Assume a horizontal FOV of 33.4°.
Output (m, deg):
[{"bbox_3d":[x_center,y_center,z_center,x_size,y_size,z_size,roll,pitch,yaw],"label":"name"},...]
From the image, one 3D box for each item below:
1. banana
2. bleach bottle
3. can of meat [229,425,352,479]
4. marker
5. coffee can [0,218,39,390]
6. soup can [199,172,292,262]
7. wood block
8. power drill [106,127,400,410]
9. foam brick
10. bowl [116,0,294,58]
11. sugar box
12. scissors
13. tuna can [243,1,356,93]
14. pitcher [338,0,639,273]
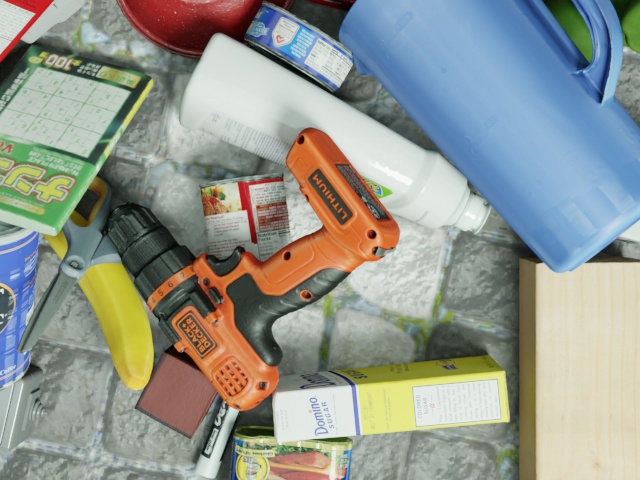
[{"bbox_3d":[-0.179,0.036,0.843,0.037,0.069,0.198,-47,70,26],"label":"banana"},{"bbox_3d":[0.015,-0.072,0.838,0.250,0.103,0.068,27,79,-5],"label":"bleach bottle"},{"bbox_3d":[-0.025,0.197,0.859,0.102,0.057,0.084,5,89,1],"label":"can of meat"},{"bbox_3d":[-0.073,0.136,0.876,0.020,0.020,0.121,22,92,1],"label":"marker"},{"bbox_3d":[-0.268,0.033,0.810,0.103,0.102,0.140,13,119,1],"label":"coffee can"},{"bbox_3d":[-0.056,0.001,0.848,0.068,0.068,0.102,-8,92,2],"label":"soup can"},{"bbox_3d":[0.205,0.117,0.832,0.090,0.091,0.206,0,91,1],"label":"wood block"},{"bbox_3d":[-0.050,0.005,0.782,0.188,0.057,0.184,-41,82,19],"label":"power drill"},{"bbox_3d":[-0.107,0.116,0.848,0.051,0.078,0.053,28,94,0],"label":"foam brick"},{"bbox_3d":[-0.095,-0.229,0.850,0.162,0.055,0.162,0,91,1],"label":"bowl"},{"bbox_3d":[0.052,0.122,0.835,0.176,0.093,0.048,-3,91,1],"label":"sugar box"},{"bbox_3d":[-0.169,0.023,0.811,0.096,0.202,0.016,20,128,-21],"label":"scissors"},{"bbox_3d":[-0.016,-0.150,0.834,0.086,0.086,0.034,31,93,1],"label":"tuna can"},{"bbox_3d":[0.140,-0.105,0.753,0.145,0.149,0.243,-38,82,-3],"label":"pitcher"}]
